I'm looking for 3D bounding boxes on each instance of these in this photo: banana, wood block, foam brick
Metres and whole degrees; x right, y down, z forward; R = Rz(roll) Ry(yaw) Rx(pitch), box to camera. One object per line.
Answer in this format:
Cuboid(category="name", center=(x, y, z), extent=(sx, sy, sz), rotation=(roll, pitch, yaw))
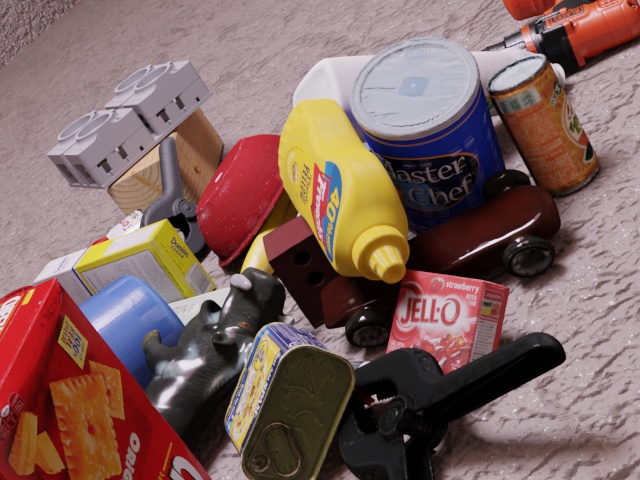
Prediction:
Cuboid(category="banana", center=(-0.047, -0.014, 1.090), extent=(0.070, 0.037, 0.197), rotation=(-52, 14, 26))
Cuboid(category="wood block", center=(-0.190, -0.096, 1.346), extent=(0.090, 0.090, 0.206), rotation=(-27, 25, 15))
Cuboid(category="foam brick", center=(-0.007, 0.023, 0.919), extent=(0.053, 0.078, 0.051), rotation=(-31, 23, 6))

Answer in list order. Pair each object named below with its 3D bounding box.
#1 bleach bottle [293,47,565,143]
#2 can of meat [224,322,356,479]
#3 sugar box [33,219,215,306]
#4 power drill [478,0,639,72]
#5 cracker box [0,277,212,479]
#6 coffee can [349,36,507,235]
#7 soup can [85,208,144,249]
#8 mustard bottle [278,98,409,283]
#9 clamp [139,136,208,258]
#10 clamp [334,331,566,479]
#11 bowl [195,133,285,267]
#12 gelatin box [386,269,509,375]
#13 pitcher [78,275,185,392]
Cuboid(category="bleach bottle", center=(0.108, -0.134, 0.976), extent=(0.250, 0.068, 0.103), rotation=(-9, -13, -23))
Cuboid(category="can of meat", center=(-0.026, 0.115, 0.758), extent=(0.102, 0.057, 0.084), rotation=(-68, 18, 3))
Cuboid(category="sugar box", center=(-0.204, 0.045, 1.106), extent=(0.177, 0.093, 0.048), rotation=(-15, 29, 35))
Cuboid(category="power drill", center=(0.228, -0.225, 1.096), extent=(0.185, 0.057, 0.187), rotation=(-18, 31, 17))
Cuboid(category="cracker box", center=(-0.159, 0.157, 0.700), extent=(0.072, 0.213, 0.164), rotation=(-23, 27, 19))
Cuboid(category="coffee can", center=(0.092, -0.080, 0.871), extent=(0.103, 0.140, 0.103), rotation=(-11, 51, 14))
Cuboid(category="soup can", center=(-0.225, 0.020, 1.206), extent=(0.102, 0.068, 0.069), rotation=(-39, 25, -13))
Cuboid(category="mustard bottle", center=(0.021, -0.028, 0.821), extent=(0.058, 0.096, 0.192), rotation=(-5, 34, -20))
Cuboid(category="clamp", center=(-0.142, -0.029, 1.190), extent=(0.039, 0.120, 0.171), rotation=(120, 165, -59))
Cuboid(category="clamp", center=(0.066, 0.110, 0.678), extent=(0.164, 0.036, 0.210), rotation=(-59, 22, 0))
Cuboid(category="bowl", center=(-0.082, -0.054, 1.106), extent=(0.162, 0.055, 0.162), rotation=(-54, 13, 18))
Cuboid(category="gelatin box", center=(0.086, 0.061, 0.747), extent=(0.089, 0.030, 0.073), rotation=(9, 86, 56))
Cuboid(category="pitcher", center=(-0.230, 0.144, 0.935), extent=(0.242, 0.145, 0.149), rotation=(-39, 38, -20))
